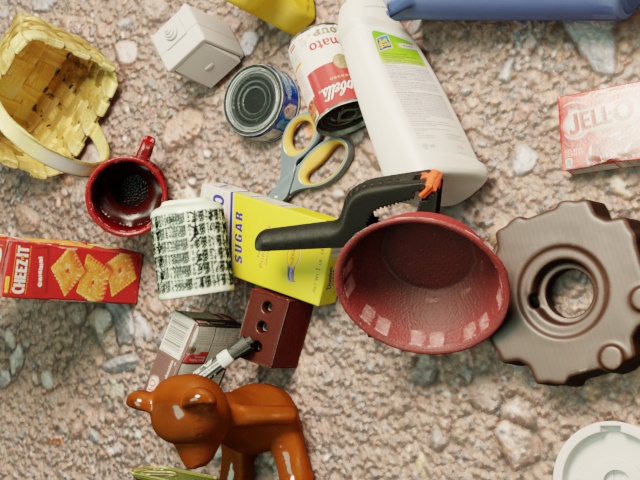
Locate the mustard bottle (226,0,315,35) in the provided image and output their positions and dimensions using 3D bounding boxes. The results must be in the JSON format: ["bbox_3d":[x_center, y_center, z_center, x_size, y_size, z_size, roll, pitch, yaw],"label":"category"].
[{"bbox_3d":[-0.085,-0.284,1.136,0.058,0.191,0.096,-38,66,23],"label":"mustard bottle"}]

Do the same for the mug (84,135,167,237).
[{"bbox_3d":[-0.218,-0.067,1.243,0.093,0.081,0.117,18,98,-6],"label":"mug"}]

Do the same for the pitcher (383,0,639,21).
[{"bbox_3d":[0.183,-0.278,1.016,0.243,0.144,0.149,10,102,29],"label":"pitcher"}]

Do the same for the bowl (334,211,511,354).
[{"bbox_3d":[0.096,0.029,0.983,0.162,0.162,0.055,-21,30,29],"label":"bowl"}]

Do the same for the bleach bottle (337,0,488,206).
[{"bbox_3d":[0.081,-0.158,1.084,0.068,0.102,0.251,-43,56,43],"label":"bleach bottle"}]

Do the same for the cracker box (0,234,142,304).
[{"bbox_3d":[-0.341,0.029,1.248,0.164,0.213,0.072,6,87,32],"label":"cracker box"}]

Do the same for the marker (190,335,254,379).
[{"bbox_3d":[-0.120,0.140,1.129,0.121,0.020,0.020,-37,65,3],"label":"marker"}]

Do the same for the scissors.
[{"bbox_3d":[-0.051,-0.067,1.192,0.202,0.016,0.096,-32,71,24],"label":"scissors"}]

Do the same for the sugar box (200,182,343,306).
[{"bbox_3d":[-0.058,0.002,1.161,0.176,0.048,0.093,16,101,26],"label":"sugar box"}]

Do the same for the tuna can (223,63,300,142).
[{"bbox_3d":[-0.067,-0.155,1.204,0.086,0.033,0.086,-4,82,32],"label":"tuna can"}]

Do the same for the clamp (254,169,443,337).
[{"bbox_3d":[0.039,-0.005,1.036,0.164,0.036,0.210,32,131,-6],"label":"clamp"}]

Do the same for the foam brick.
[{"bbox_3d":[-0.050,0.094,1.153,0.053,0.051,0.078,16,93,32],"label":"foam brick"}]

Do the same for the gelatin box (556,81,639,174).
[{"bbox_3d":[0.267,-0.104,0.990,0.089,0.030,0.073,-7,81,31],"label":"gelatin box"}]

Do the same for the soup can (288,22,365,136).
[{"bbox_3d":[0.011,-0.171,1.133,0.069,0.068,0.102,-30,66,26],"label":"soup can"}]

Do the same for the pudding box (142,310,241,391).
[{"bbox_3d":[-0.143,0.136,1.184,0.039,0.089,0.113,28,99,30],"label":"pudding box"}]

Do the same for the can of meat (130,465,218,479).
[{"bbox_3d":[-0.167,0.304,1.200,0.102,0.057,0.084,3,88,33],"label":"can of meat"}]
